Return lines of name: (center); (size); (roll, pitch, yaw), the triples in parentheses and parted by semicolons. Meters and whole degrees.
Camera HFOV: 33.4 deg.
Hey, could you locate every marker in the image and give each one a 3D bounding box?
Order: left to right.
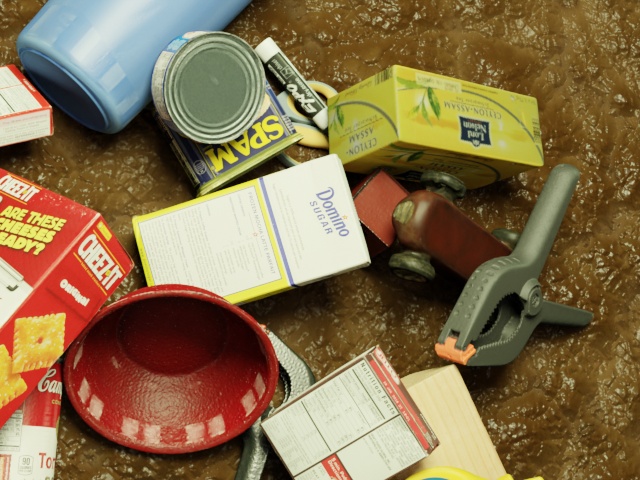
marker: (-0.013, -0.126, 0.940); (0.020, 0.020, 0.121); (-41, 92, -23)

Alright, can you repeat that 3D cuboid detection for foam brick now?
foam brick: (0.041, -0.020, 0.921); (0.053, 0.078, 0.051); (43, 68, -4)

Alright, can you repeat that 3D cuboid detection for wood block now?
wood block: (0.102, 0.217, 0.880); (0.090, 0.091, 0.206); (-23, 86, -23)

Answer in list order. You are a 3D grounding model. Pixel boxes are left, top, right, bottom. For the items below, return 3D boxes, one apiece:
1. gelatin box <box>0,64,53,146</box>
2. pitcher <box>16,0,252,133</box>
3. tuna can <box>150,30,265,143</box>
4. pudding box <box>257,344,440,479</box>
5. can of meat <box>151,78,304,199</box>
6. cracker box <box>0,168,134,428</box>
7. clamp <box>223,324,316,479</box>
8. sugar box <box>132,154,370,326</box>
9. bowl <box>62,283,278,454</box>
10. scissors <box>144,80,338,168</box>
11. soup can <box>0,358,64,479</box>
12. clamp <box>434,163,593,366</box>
gelatin box: (-0.264, -0.101, 0.830); (0.089, 0.030, 0.073); (-19, 45, -32)
pitcher: (-0.141, -0.212, 0.884); (0.145, 0.149, 0.242); (46, 70, -21)
tuna can: (-0.088, -0.120, 0.829); (0.086, 0.034, 0.086); (-9, 107, -29)
pudding box: (0.021, 0.147, 0.817); (0.114, 0.039, 0.090); (-34, 84, 21)
can of meat: (-0.079, -0.096, 0.892); (0.102, 0.057, 0.084); (-31, 92, -14)
cracker box: (-0.262, 0.054, 0.756); (0.164, 0.072, 0.213); (22, 63, 33)
clamp: (-0.025, 0.154, 0.877); (0.120, 0.039, 0.171); (1, 77, -21)
sugar box: (-0.056, 0.001, 0.861); (0.176, 0.048, 0.093); (-16, 84, 3)
bowl: (-0.114, 0.089, 0.825); (0.162, 0.162, 0.055); (15, 31, -16)
scissors: (-0.063, -0.120, 0.941); (0.201, 0.016, 0.096); (24, 69, -13)
soup can: (-0.229, 0.137, 0.792); (0.068, 0.069, 0.102); (7, 76, -18)
clamp: (0.176, 0.053, 0.924); (0.209, 0.036, 0.164); (-41, 126, -32)
